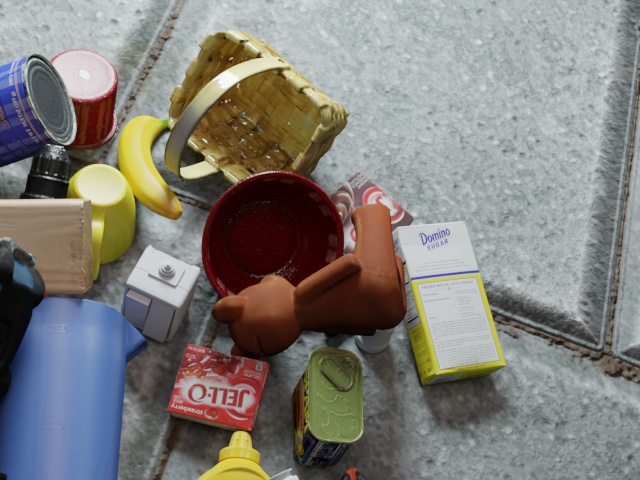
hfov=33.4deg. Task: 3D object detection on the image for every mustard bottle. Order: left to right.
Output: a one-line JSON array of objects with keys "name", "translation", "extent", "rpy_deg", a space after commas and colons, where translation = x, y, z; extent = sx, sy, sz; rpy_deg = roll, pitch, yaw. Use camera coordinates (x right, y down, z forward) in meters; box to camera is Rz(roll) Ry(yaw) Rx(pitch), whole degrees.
[{"name": "mustard bottle", "translation": [-0.083, 0.274, 1.019], "extent": [0.096, 0.058, 0.191], "rpy_deg": [11, 56, -12]}]

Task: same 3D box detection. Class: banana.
[{"name": "banana", "translation": [-0.195, -0.090, 1.207], "extent": [0.069, 0.037, 0.198], "rpy_deg": [-6, 41, -5]}]

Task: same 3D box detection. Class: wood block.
[{"name": "wood block", "translation": [-0.326, 0.006, 1.019], "extent": [0.206, 0.091, 0.090], "rpy_deg": [0, 93, -6]}]

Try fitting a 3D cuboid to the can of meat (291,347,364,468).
[{"name": "can of meat", "translation": [0.005, 0.174, 1.094], "extent": [0.057, 0.084, 0.102], "rpy_deg": [7, 57, -12]}]

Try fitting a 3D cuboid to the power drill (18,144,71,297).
[{"name": "power drill", "translation": [-0.356, -0.021, 1.088], "extent": [0.187, 0.057, 0.184], "rpy_deg": [11, 88, -4]}]

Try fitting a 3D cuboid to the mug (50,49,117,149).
[{"name": "mug", "translation": [-0.281, -0.156, 1.222], "extent": [0.093, 0.082, 0.117], "rpy_deg": [22, 55, -2]}]

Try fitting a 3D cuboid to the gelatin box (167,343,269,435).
[{"name": "gelatin box", "translation": [-0.103, 0.152, 1.091], "extent": [0.089, 0.030, 0.073], "rpy_deg": [13, 70, 4]}]

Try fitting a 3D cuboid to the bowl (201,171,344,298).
[{"name": "bowl", "translation": [-0.058, 0.001, 1.176], "extent": [0.162, 0.055, 0.162], "rpy_deg": [-3, 100, -18]}]

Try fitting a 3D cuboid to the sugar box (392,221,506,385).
[{"name": "sugar box", "translation": [0.139, 0.069, 1.207], "extent": [0.093, 0.048, 0.176], "rpy_deg": [-5, 68, -24]}]

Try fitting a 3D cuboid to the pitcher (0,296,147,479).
[{"name": "pitcher", "translation": [-0.257, 0.183, 0.990], "extent": [0.144, 0.149, 0.243], "rpy_deg": [34, 43, -49]}]

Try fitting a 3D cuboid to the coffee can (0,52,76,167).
[{"name": "coffee can", "translation": [-0.347, -0.129, 1.136], "extent": [0.140, 0.102, 0.103], "rpy_deg": [-17, 59, 12]}]

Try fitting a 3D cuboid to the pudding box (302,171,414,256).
[{"name": "pudding box", "translation": [0.043, -0.016, 1.254], "extent": [0.090, 0.039, 0.113], "rpy_deg": [40, 57, 9]}]
